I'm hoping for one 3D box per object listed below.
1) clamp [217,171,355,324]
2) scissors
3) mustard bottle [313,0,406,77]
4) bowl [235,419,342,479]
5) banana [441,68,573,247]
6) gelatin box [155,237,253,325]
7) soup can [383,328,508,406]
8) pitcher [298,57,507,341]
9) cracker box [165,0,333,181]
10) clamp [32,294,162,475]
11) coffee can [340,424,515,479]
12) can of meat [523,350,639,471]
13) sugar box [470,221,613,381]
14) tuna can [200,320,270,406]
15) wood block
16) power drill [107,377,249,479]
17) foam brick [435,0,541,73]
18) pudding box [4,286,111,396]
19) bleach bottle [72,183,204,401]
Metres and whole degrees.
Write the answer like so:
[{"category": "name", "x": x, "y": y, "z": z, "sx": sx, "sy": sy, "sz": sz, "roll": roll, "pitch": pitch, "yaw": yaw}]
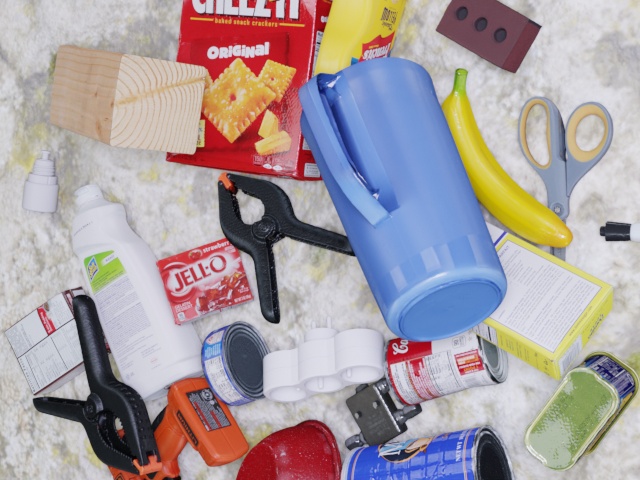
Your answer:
[{"category": "clamp", "x": -0.057, "y": 0.001, "z": 1.117, "sx": 0.172, "sy": 0.039, "sz": 0.120, "roll": 40, "pitch": 82, "yaw": 23}, {"category": "scissors", "x": 0.237, "y": -0.040, "z": 0.987, "sx": 0.096, "sy": 0.016, "sz": 0.202, "roll": -16, "pitch": 85, "yaw": 27}, {"category": "mustard bottle", "x": 0.036, "y": -0.190, "z": 1.038, "sx": 0.058, "sy": 0.096, "sz": 0.192, "roll": 21, "pitch": 102, "yaw": 24}, {"category": "bowl", "x": -0.044, "y": 0.255, "z": 1.076, "sx": 0.162, "sy": 0.055, "sz": 0.162, "roll": -39, "pitch": 41, "yaw": 45}, {"category": "banana", "x": 0.162, "y": -0.064, "z": 1.000, "sx": 0.198, "sy": 0.037, "sz": 0.070, "roll": 59, "pitch": 155, "yaw": 16}, {"category": "gelatin box", "x": -0.124, "y": 0.044, "z": 1.147, "sx": 0.089, "sy": 0.030, "sz": 0.073, "roll": -18, "pitch": 83, "yaw": -6}, {"category": "soup can", "x": 0.120, "y": 0.116, "z": 1.026, "sx": 0.102, "sy": 0.068, "sz": 0.068, "roll": -18, "pitch": 84, "yaw": 26}, {"category": "pitcher", "x": 0.068, "y": -0.039, "z": 0.944, "sx": 0.145, "sy": 0.149, "sz": 0.243, "roll": 99, "pitch": 157, "yaw": -53}, {"category": "cracker box", "x": -0.068, "y": -0.176, "z": 1.106, "sx": 0.164, "sy": 0.072, "sz": 0.214, "roll": 10, "pitch": 96, "yaw": 27}, {"category": "clamp", "x": -0.237, "y": 0.170, "z": 1.165, "sx": 0.210, "sy": 0.036, "sz": 0.165, "roll": 36, "pitch": 116, "yaw": 35}, {"category": "coffee can", "x": 0.104, "y": 0.239, "z": 1.021, "sx": 0.140, "sy": 0.102, "sz": 0.103, "roll": -16, "pitch": 85, "yaw": 27}, {"category": "can of meat", "x": 0.234, "y": 0.154, "z": 0.961, "sx": 0.057, "sy": 0.083, "sz": 0.102, "roll": 38, "pitch": 109, "yaw": 20}, {"category": "sugar box", "x": 0.167, "y": 0.045, "z": 0.979, "sx": 0.176, "sy": 0.048, "sz": 0.093, "roll": 30, "pitch": 67, "yaw": 33}, {"category": "tuna can", "x": -0.087, "y": 0.130, "z": 1.123, "sx": 0.034, "sy": 0.086, "sz": 0.086, "roll": -22, "pitch": 83, "yaw": 28}, {"category": "wood block", "x": -0.207, "y": -0.150, "z": 1.114, "sx": 0.206, "sy": 0.090, "sz": 0.090, "roll": 21, "pitch": 105, "yaw": 58}, {"category": "power drill", "x": -0.155, "y": 0.252, "z": 1.156, "sx": 0.188, "sy": 0.057, "sz": 0.184, "roll": -49, "pitch": 65, "yaw": 33}, {"category": "foam brick", "x": 0.158, "y": -0.199, "z": 1.000, "sx": 0.078, "sy": 0.051, "sz": 0.053, "roll": 34, "pitch": 107, "yaw": 22}, {"category": "pudding box", "x": -0.312, "y": 0.120, "z": 1.265, "sx": 0.114, "sy": 0.039, "sz": 0.090, "roll": -33, "pitch": 79, "yaw": 27}, {"category": "bleach bottle", "x": -0.212, "y": 0.049, "z": 1.197, "sx": 0.103, "sy": 0.068, "sz": 0.251, "roll": -30, "pitch": 77, "yaw": 26}]
